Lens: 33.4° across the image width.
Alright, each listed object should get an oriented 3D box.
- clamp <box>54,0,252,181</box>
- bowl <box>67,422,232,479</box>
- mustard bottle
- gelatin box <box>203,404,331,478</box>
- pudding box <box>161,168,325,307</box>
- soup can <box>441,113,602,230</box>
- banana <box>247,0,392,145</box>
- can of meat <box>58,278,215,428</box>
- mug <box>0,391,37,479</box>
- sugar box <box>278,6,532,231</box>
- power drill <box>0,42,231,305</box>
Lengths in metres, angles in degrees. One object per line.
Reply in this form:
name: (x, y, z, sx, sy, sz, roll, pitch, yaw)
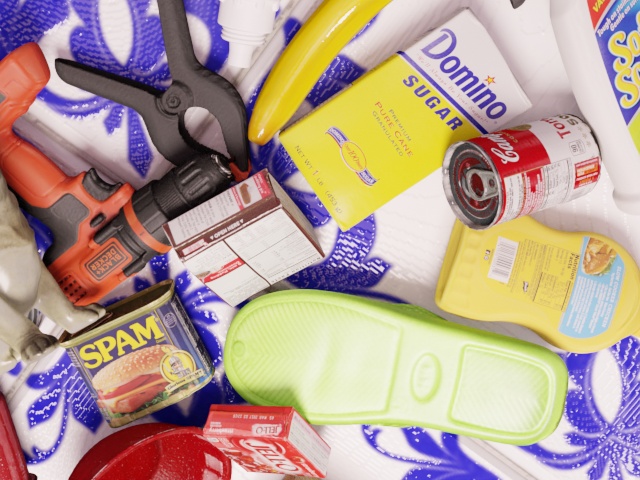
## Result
clamp: (-0.122, -0.110, 0.828, 0.120, 0.039, 0.171, -28, 99, 19)
bowl: (-0.152, 0.204, 0.860, 0.161, 0.055, 0.162, -26, 134, -30)
mustard bottle: (0.194, 0.036, 0.845, 0.191, 0.058, 0.096, 18, 81, -4)
gelatin box: (-0.041, 0.161, 0.851, 0.073, 0.089, 0.030, -1, 59, 24)
pudding box: (-0.055, 0.001, 0.816, 0.090, 0.113, 0.039, -29, 64, 5)
soup can: (0.152, -0.053, 0.803, 0.102, 0.069, 0.068, -17, 103, -26)
banana: (0.010, -0.155, 0.802, 0.037, 0.069, 0.198, 37, 115, -23)
can of meat: (-0.146, 0.092, 0.861, 0.102, 0.057, 0.084, -25, 104, 6)
mug: (-0.295, 0.172, 0.869, 0.117, 0.093, 0.081, -10, 99, 39)
sugar box: (0.065, -0.094, 0.826, 0.176, 0.048, 0.093, -34, 100, 8)
power drill: (-0.184, -0.056, 0.814, 0.185, 0.057, 0.187, -37, 100, 18)
